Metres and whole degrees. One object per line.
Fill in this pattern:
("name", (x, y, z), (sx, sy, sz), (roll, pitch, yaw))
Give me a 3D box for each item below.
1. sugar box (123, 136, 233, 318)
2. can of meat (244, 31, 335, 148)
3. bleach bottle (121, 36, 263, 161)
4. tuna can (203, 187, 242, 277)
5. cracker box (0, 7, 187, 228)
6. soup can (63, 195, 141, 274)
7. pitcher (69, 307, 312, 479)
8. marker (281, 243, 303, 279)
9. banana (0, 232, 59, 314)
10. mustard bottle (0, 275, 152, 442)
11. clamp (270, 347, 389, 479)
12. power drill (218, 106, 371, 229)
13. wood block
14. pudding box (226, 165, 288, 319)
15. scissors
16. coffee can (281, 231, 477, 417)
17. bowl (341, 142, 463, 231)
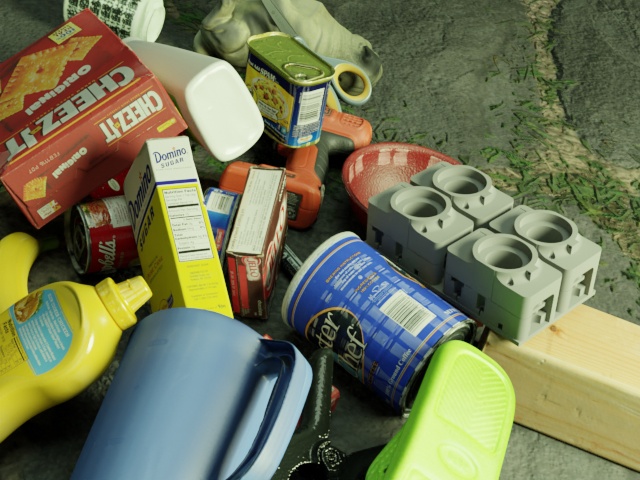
("sugar box", (-0.123, 0.010, 0.907), (0.048, 0.093, 0.176), (-10, 71, -27))
("can of meat", (-0.037, -0.155, 1.110), (0.057, 0.084, 0.102), (-21, 47, -35))
("bleach bottle", (-0.162, -0.162, 1.141), (0.068, 0.102, 0.251), (-40, 35, -17))
("tuna can", (-0.098, -0.006, 0.995), (0.034, 0.086, 0.086), (14, 38, 0))
("cracker box", (-0.242, -0.124, 1.010), (0.164, 0.072, 0.214), (-36, 38, -7))
("soup can", (-0.178, -0.010, 0.988), (0.102, 0.069, 0.068), (-9, 44, -29))
("pitcher", (-0.104, 0.168, 0.739), (0.145, 0.149, 0.242), (17, 42, 1))
("marker", (-0.040, 0.009, 1.049), (0.020, 0.020, 0.121), (-15, 47, -33))
("banana", (-0.254, 0.052, 0.910), (0.069, 0.037, 0.198), (5, 40, -20))
("mustard bottle", (-0.212, 0.084, 0.799), (0.191, 0.058, 0.096), (-32, 46, -5))
("clamp", (-0.003, 0.163, 0.836), (0.120, 0.039, 0.171), (46, 47, 10))
("power drill", (-0.047, -0.099, 1.150), (0.184, 0.057, 0.187), (15, 39, 5))
("wood block", (0.242, 0.124, 0.947), (0.206, 0.090, 0.090), (21, 40, 7))
("pudding box", (-0.056, 0.001, 0.981), (0.039, 0.090, 0.113), (6, 49, 4))
("scissors", (-0.006, -0.225, 1.239), (0.096, 0.202, 0.016), (-19, 2, -10))
("coffee can", (0.051, 0.072, 0.935), (0.140, 0.103, 0.102), (36, 43, 24))
("bowl", (0.095, -0.035, 1.119), (0.162, 0.055, 0.162), (10, 39, -8))
